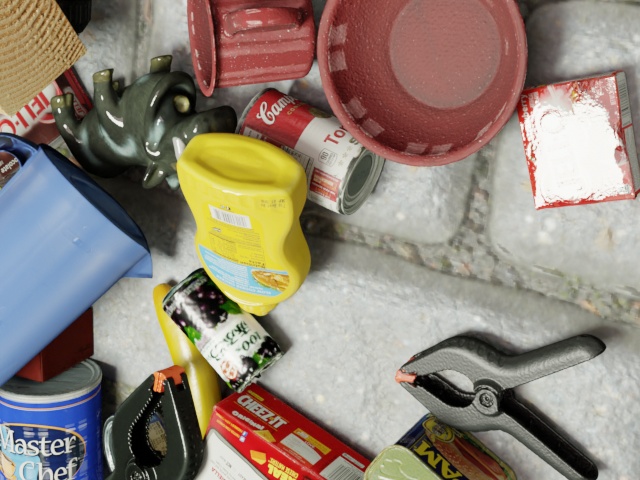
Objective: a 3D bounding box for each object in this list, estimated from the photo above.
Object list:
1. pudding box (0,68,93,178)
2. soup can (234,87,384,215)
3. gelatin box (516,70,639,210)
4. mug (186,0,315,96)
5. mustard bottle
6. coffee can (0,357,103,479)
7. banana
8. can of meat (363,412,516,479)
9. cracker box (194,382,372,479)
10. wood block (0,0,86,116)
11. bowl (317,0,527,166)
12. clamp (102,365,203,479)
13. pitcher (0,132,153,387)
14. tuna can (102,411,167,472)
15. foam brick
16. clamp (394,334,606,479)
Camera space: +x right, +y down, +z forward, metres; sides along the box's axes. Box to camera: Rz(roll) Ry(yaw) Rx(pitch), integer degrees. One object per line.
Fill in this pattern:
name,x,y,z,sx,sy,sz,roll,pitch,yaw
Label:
pudding box,-0.271,-0.124,0.988,0.114,0.039,0.090,-31,87,32
soup can,-0.009,-0.070,0.838,0.102,0.068,0.068,27,115,20
gelatin box,0.182,-0.069,0.753,0.073,0.030,0.089,-6,100,31
mug,-0.050,-0.161,0.802,0.117,0.081,0.093,180,82,-74
mustard bottle,-0.055,0.001,0.854,0.096,0.058,0.192,16,144,15
coffee can,-0.262,0.193,1.033,0.103,0.102,0.140,11,109,27
banana,-0.121,0.138,0.977,0.070,0.037,0.198,7,107,27
can of meat,0.098,0.191,0.842,0.102,0.083,0.058,40,119,14
cracker box,-0.044,0.259,0.948,0.164,0.072,0.214,30,117,21
wood block,-0.301,-0.184,0.902,0.206,0.090,0.090,24,152,44
bowl,0.080,-0.137,0.777,0.162,0.055,0.162,8,108,27
clamp,-0.159,0.206,0.945,0.165,0.036,0.210,15,106,30
pitcher,-0.279,0.035,0.921,0.243,0.145,0.149,-45,63,0
tuna can,-0.171,0.200,1.008,0.086,0.033,0.086,21,117,46
foam brick,-0.261,0.095,1.021,0.051,0.078,0.053,11,109,25
clamp,0.141,0.108,0.821,0.172,0.039,0.120,18,110,25
